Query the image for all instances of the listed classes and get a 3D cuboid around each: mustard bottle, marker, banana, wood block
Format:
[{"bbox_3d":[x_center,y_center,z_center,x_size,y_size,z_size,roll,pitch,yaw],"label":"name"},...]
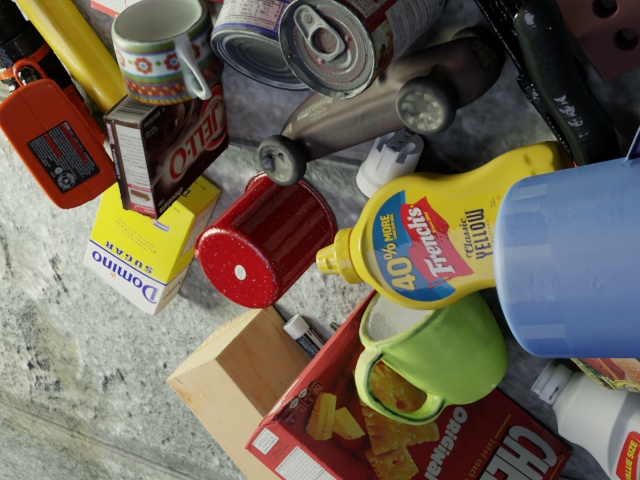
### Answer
[{"bbox_3d":[0.085,-0.002,0.740,0.192,0.058,0.096,-12,96,27],"label":"mustard bottle"},{"bbox_3d":[0.013,0.118,0.972,0.121,0.020,0.020,48,139,-6],"label":"marker"},{"bbox_3d":[-0.213,-0.175,0.875,0.037,0.069,0.197,-34,111,4],"label":"banana"},{"bbox_3d":[-0.032,0.172,1.001,0.206,0.090,0.091,52,139,-9],"label":"wood block"}]

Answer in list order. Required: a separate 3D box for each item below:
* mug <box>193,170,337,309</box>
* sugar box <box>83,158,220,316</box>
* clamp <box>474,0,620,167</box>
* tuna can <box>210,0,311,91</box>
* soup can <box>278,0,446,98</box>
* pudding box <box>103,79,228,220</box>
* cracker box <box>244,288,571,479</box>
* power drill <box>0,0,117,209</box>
[{"bbox_3d":[-0.056,0.001,0.879,0.117,0.081,0.093,5,127,36],"label":"mug"},{"bbox_3d":[-0.160,-0.010,0.982,0.093,0.048,0.176,37,138,7],"label":"sugar box"},{"bbox_3d":[0.133,-0.106,0.644,0.039,0.120,0.171,-28,133,10],"label":"clamp"},{"bbox_3d":[-0.033,-0.139,0.748,0.086,0.033,0.086,19,166,5],"label":"tuna can"},{"bbox_3d":[0.029,-0.143,0.673,0.069,0.102,0.068,22,135,23],"label":"soup can"},{"bbox_3d":[-0.117,-0.085,0.832,0.039,0.113,0.090,16,133,24],"label":"pudding box"},{"bbox_3d":[0.074,0.166,0.854,0.214,0.164,0.072,39,141,5],"label":"cracker box"},{"bbox_3d":[-0.228,-0.118,0.863,0.184,0.057,0.188,58,180,-31],"label":"power drill"}]
